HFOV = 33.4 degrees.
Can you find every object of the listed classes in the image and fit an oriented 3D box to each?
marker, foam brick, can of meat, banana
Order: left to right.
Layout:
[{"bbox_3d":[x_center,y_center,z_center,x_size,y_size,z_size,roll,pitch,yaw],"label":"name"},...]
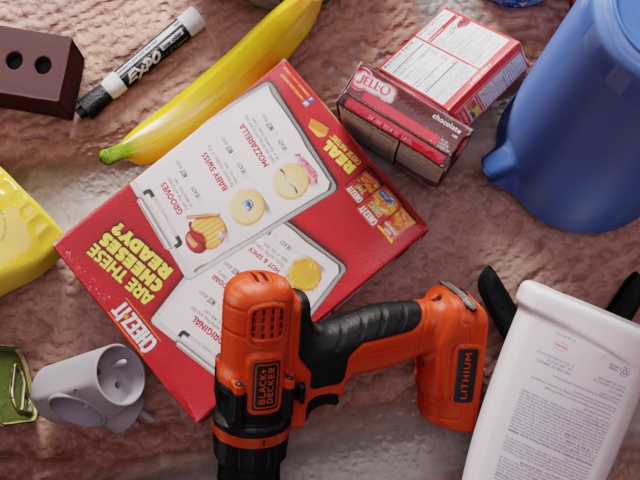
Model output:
[{"bbox_3d":[-0.256,0.111,0.745,0.084,0.102,0.057,-16,83,0],"label":"can of meat"},{"bbox_3d":[-0.224,-0.127,0.804,0.078,0.051,0.053,9,81,2],"label":"foam brick"},{"bbox_3d":[-0.139,-0.135,0.821,0.121,0.020,0.020,-41,84,-5],"label":"marker"},{"bbox_3d":[-0.073,-0.113,0.787,0.198,0.069,0.037,-39,95,5],"label":"banana"}]

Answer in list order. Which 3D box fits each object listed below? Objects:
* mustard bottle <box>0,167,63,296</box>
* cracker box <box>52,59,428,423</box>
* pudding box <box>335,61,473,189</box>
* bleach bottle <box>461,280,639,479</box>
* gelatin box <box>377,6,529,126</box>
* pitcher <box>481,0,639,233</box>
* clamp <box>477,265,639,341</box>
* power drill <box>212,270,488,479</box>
[{"bbox_3d":[-0.282,0.033,0.761,0.096,0.058,0.191,44,74,7],"label":"mustard bottle"},{"bbox_3d":[-0.055,0.001,0.775,0.213,0.072,0.164,-40,83,-4],"label":"cracker box"},{"bbox_3d":[0.058,-0.079,0.764,0.090,0.113,0.039,33,86,5],"label":"pudding box"},{"bbox_3d":[0.137,0.161,0.728,0.102,0.068,0.251,23,95,9],"label":"bleach bottle"},{"bbox_3d":[0.098,-0.128,0.791,0.073,0.030,0.089,-44,44,-6],"label":"gelatin box"},{"bbox_3d":[0.211,-0.103,0.701,0.145,0.243,0.149,29,76,6],"label":"pitcher"},{"bbox_3d":[0.164,0.097,0.775,0.120,0.039,0.171,10,83,9],"label":"clamp"},{"bbox_3d":[0.018,0.104,0.727,0.187,0.057,0.184,-5,113,-23],"label":"power drill"}]
